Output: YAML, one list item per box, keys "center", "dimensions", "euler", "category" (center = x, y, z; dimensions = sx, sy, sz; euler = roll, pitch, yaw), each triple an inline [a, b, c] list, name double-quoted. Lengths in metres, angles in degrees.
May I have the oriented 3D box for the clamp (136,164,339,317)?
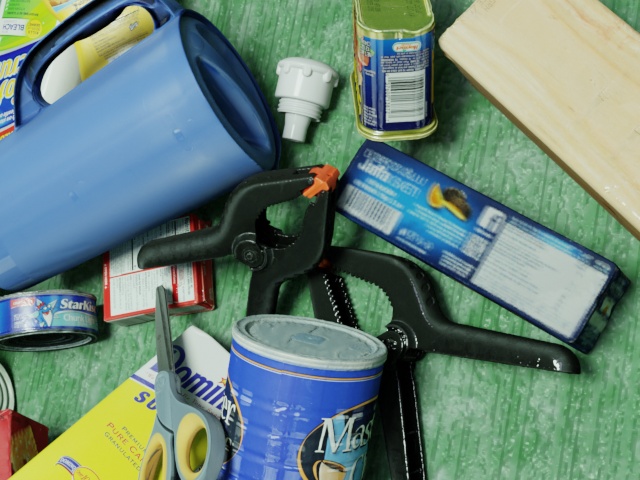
- center: [-0.055, 0.001, 0.760]
  dimensions: [0.120, 0.039, 0.172]
  euler: [32, 119, -6]
  category: "clamp"

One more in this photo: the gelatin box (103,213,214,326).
- center: [-0.128, 0.024, 0.845]
  dimensions: [0.089, 0.030, 0.073]
  euler: [-12, 72, 21]
  category: "gelatin box"

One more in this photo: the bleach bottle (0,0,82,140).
- center: [-0.245, -0.117, 0.916]
  dimensions: [0.103, 0.068, 0.251]
  euler: [9, 84, 29]
  category: "bleach bottle"

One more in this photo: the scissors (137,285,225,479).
- center: [-0.094, 0.099, 0.727]
  dimensions: [0.096, 0.016, 0.201]
  euler: [-32, 45, 40]
  category: "scissors"

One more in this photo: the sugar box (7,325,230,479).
- center: [-0.123, 0.148, 0.764]
  dimensions: [0.093, 0.048, 0.176]
  euler: [38, 69, 27]
  category: "sugar box"

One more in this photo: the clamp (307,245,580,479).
- center: [0.054, 0.085, 0.742]
  dimensions: [0.210, 0.036, 0.165]
  euler: [41, 103, 30]
  category: "clamp"

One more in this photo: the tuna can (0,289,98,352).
- center: [-0.220, 0.065, 0.847]
  dimensions: [0.086, 0.086, 0.034]
  euler: [-13, 74, 22]
  category: "tuna can"

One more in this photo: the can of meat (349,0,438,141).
- center: [0.050, -0.132, 0.744]
  dimensions: [0.057, 0.084, 0.102]
  euler: [-4, 40, 0]
  category: "can of meat"

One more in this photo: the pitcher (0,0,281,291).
- center: [-0.165, -0.068, 0.802]
  dimensions: [0.243, 0.144, 0.149]
  euler: [-27, 57, 16]
  category: "pitcher"

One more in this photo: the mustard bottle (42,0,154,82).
- center: [-0.174, -0.201, 0.856]
  dimensions: [0.096, 0.058, 0.191]
  euler: [-23, 99, 9]
  category: "mustard bottle"

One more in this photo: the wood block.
- center: [0.185, -0.083, 0.691]
  dimensions: [0.090, 0.090, 0.206]
  euler: [-46, 64, 9]
  category: "wood block"

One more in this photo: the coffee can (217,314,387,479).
- center: [-0.018, 0.130, 0.708]
  dimensions: [0.103, 0.102, 0.140]
  euler: [14, 100, 27]
  category: "coffee can"
